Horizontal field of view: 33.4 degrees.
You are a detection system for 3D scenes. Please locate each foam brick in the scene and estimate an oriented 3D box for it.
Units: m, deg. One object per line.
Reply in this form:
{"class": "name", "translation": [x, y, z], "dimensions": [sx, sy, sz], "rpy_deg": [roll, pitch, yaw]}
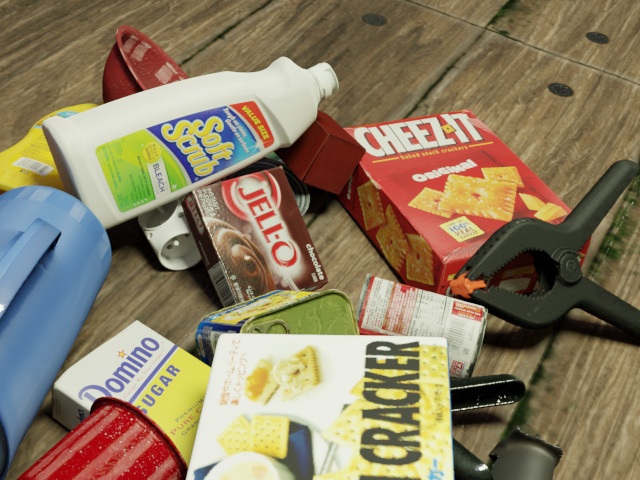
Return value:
{"class": "foam brick", "translation": [-0.005, -0.088, 0.997], "dimensions": [0.051, 0.053, 0.078], "rpy_deg": [19, 21, -41]}

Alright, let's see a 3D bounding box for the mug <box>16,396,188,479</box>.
{"class": "mug", "translation": [-0.134, 0.166, 0.685], "dimensions": [0.117, 0.093, 0.081], "rpy_deg": [24, 45, 27]}

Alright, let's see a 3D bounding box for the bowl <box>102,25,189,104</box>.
{"class": "bowl", "translation": [-0.155, -0.123, 1.009], "dimensions": [0.162, 0.055, 0.162], "rpy_deg": [50, 14, -17]}

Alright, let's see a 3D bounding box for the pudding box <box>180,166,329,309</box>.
{"class": "pudding box", "translation": [-0.056, 0.001, 0.905], "dimensions": [0.089, 0.039, 0.113], "rpy_deg": [-18, 83, -30]}

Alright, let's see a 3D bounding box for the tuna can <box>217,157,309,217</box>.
{"class": "tuna can", "translation": [-0.055, -0.036, 0.982], "dimensions": [0.086, 0.034, 0.086], "rpy_deg": [10, 48, -11]}

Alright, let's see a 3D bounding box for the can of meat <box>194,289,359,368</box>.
{"class": "can of meat", "translation": [-0.036, 0.073, 0.820], "dimensions": [0.101, 0.057, 0.084], "rpy_deg": [-18, 9, -32]}

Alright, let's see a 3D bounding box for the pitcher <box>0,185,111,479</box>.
{"class": "pitcher", "translation": [-0.230, 0.053, 0.751], "dimensions": [0.149, 0.145, 0.242], "rpy_deg": [-7, 29, 15]}

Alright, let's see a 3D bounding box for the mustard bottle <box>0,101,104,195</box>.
{"class": "mustard bottle", "translation": [-0.230, -0.077, 0.985], "dimensions": [0.096, 0.058, 0.191], "rpy_deg": [19, 40, 13]}

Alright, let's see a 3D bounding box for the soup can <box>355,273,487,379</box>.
{"class": "soup can", "translation": [0.078, 0.073, 0.866], "dimensions": [0.102, 0.068, 0.068], "rpy_deg": [15, 39, 5]}

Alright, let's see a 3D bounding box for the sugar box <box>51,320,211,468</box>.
{"class": "sugar box", "translation": [-0.100, 0.134, 0.769], "dimensions": [0.176, 0.048, 0.093], "rpy_deg": [30, 43, 21]}

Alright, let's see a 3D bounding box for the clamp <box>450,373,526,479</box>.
{"class": "clamp", "translation": [0.064, 0.132, 0.796], "dimensions": [0.171, 0.039, 0.120], "rpy_deg": [4, 26, 12]}

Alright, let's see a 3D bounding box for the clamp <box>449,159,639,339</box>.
{"class": "clamp", "translation": [0.206, 0.013, 0.912], "dimensions": [0.209, 0.036, 0.164], "rpy_deg": [-2, 84, -23]}

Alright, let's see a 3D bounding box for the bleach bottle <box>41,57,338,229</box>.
{"class": "bleach bottle", "translation": [-0.100, -0.100, 0.907], "dimensions": [0.250, 0.102, 0.068], "rpy_deg": [-26, 35, -18]}

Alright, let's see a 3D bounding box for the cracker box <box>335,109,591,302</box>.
{"class": "cracker box", "translation": [0.125, -0.035, 1.005], "dimensions": [0.164, 0.072, 0.214], "rpy_deg": [-11, 43, -25]}
